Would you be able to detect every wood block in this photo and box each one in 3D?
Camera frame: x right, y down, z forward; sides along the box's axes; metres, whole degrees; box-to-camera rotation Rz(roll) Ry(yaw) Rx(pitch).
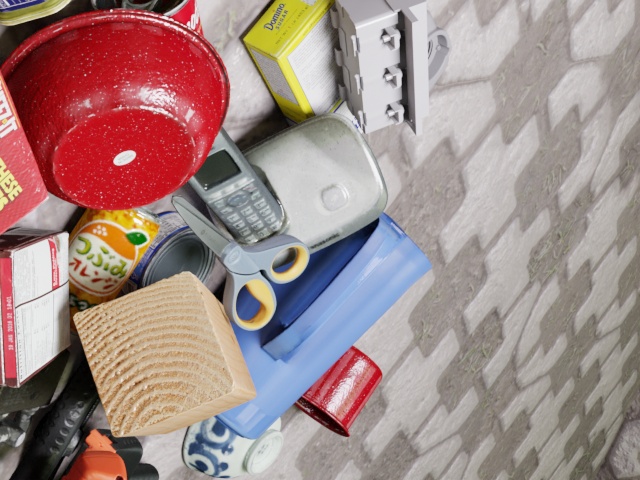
[{"bbox_3d":[-0.111,0.093,0.817,0.090,0.091,0.206,-21,170,-3],"label":"wood block"}]

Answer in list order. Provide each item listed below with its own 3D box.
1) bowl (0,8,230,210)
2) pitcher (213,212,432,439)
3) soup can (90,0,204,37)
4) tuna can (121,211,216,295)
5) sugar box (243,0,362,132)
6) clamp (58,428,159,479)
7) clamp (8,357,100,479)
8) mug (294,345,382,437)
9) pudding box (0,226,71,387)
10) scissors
[{"bbox_3d":[-0.132,-0.070,0.697,0.162,0.055,0.162,-12,141,-10],"label":"bowl"},{"bbox_3d":[-0.020,0.064,0.986,0.243,0.145,0.149,-48,143,-4],"label":"pitcher"},{"bbox_3d":[-0.112,-0.132,0.732,0.068,0.069,0.102,-43,149,-25],"label":"soup can"},{"bbox_3d":[-0.128,0.019,0.891,0.086,0.034,0.086,-38,146,-32],"label":"tuna can"},{"bbox_3d":[0.001,-0.147,0.918,0.093,0.048,0.176,-51,154,-12],"label":"sugar box"},{"bbox_3d":[-0.205,0.227,0.933,0.164,0.036,0.210,-41,164,-26],"label":"clamp"},{"bbox_3d":[-0.216,0.163,0.860,0.171,0.039,0.120,-62,-173,2],"label":"clamp"},{"bbox_3d":[0.014,0.164,1.212,0.081,0.093,0.117,-54,-178,-16],"label":"mug"},{"bbox_3d":[-0.201,0.041,0.716,0.113,0.039,0.090,-52,143,-80],"label":"pudding box"},{"bbox_3d":[-0.055,0.001,0.827,0.096,0.016,0.202,-42,148,-20],"label":"scissors"}]
